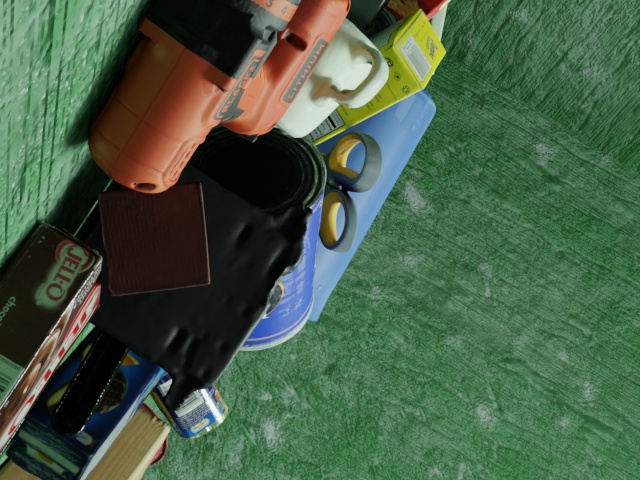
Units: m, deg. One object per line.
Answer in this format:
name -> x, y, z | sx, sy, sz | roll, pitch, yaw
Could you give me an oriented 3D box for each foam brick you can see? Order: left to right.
foam brick -> -0.087, -0.002, 0.558 | 0.078, 0.051, 0.053 | -169, -107, -81

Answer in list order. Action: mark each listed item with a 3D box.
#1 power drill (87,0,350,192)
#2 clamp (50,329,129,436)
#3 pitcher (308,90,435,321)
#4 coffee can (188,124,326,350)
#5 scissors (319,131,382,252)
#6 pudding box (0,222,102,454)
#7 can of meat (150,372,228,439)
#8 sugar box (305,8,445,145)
power drill -> -0.033, -0.114, 0.536 | 0.184, 0.057, 0.187 | -53, 177, 12
clamp -> -0.131, 0.030, 0.799 | 0.209, 0.036, 0.165 | -62, 177, -61
pitcher -> 0.007, -0.052, 1.018 | 0.243, 0.145, 0.149 | -57, -170, 2
coffee can -> -0.052, -0.002, 0.767 | 0.102, 0.103, 0.140 | -57, 163, -38
scissors -> -0.002, -0.040, 0.822 | 0.202, 0.016, 0.096 | -179, -81, -69
pudding box -> -0.151, 0.056, 0.522 | 0.113, 0.039, 0.090 | -57, 179, -22
can of meat -> -0.137, 0.127, 0.992 | 0.057, 0.084, 0.102 | -33, -152, -14
sugar box -> 0.003, -0.104, 0.801 | 0.176, 0.048, 0.093 | -28, -166, 29
